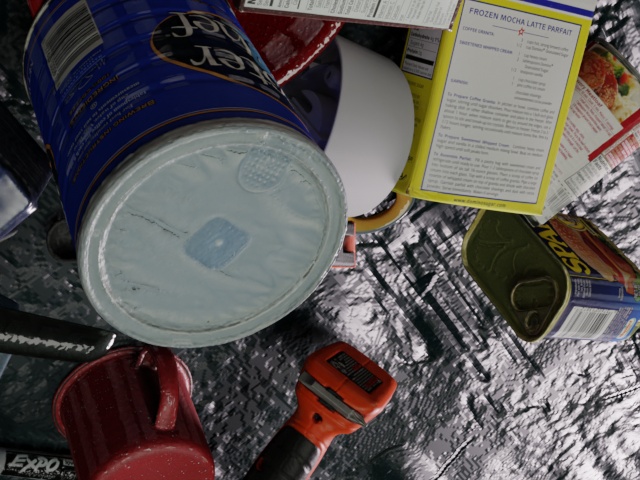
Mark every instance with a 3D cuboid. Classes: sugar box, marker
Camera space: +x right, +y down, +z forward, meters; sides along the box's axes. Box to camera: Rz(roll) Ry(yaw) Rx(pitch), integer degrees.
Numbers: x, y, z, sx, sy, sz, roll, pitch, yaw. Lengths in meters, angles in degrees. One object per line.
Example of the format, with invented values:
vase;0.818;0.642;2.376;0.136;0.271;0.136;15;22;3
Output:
sugar box;0.094;-0.106;0.570;0.093;0.048;0.176;6;102;-29
marker;-0.189;0.145;0.691;0.120;0.020;0.020;16;118;-35

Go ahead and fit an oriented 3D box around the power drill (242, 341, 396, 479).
power drill;-0.024;0.159;0.720;0.188;0.057;0.184;-56;172;8

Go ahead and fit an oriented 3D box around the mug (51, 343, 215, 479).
mug;-0.110;0.117;0.663;0.093;0.081;0.117;7;123;-30

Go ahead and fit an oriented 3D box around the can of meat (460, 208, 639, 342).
can of meat;0.156;0.022;0.702;0.083;0.102;0.057;7;123;-33

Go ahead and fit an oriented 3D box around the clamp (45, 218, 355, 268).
clamp;-0.054;0.001;0.566;0.171;0.120;0.039;-2;96;-18

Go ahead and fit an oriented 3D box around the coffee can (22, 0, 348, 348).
coffee can;-0.061;-0.040;0.440;0.102;0.140;0.103;-13;132;-15
